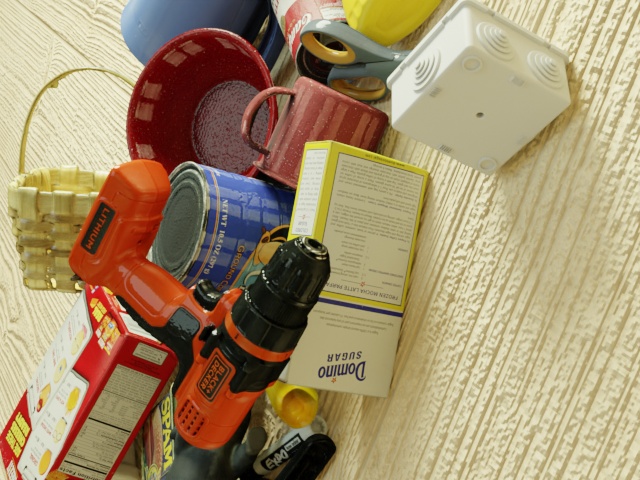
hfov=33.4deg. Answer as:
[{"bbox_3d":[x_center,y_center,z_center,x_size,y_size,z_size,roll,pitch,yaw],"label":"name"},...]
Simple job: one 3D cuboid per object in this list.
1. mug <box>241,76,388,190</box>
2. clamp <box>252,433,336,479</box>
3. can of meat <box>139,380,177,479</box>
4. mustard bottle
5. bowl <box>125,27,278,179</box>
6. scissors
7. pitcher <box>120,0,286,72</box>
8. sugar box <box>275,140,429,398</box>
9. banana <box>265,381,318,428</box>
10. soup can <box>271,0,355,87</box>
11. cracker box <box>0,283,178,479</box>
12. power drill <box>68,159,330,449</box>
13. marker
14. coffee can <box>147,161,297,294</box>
[{"bbox_3d":[-0.007,-0.084,0.855,0.081,0.117,0.093,-66,20,9],"label":"mug"},{"bbox_3d":[-0.038,0.218,0.862,0.172,0.039,0.120,-19,48,58],"label":"clamp"},{"bbox_3d":[-0.129,0.192,1.003,0.084,0.057,0.102,-46,42,45],"label":"can of meat"},{"bbox_3d":[0.043,-0.250,0.886,0.096,0.058,0.192,-48,40,27],"label":"mustard bottle"},{"bbox_3d":[-0.095,-0.104,0.954,0.162,0.055,0.162,-2,86,29],"label":"bowl"},{"bbox_3d":[0.053,-0.146,0.810,0.202,0.096,0.016,-8,47,60],"label":"scissors"},{"bbox_3d":[-0.084,-0.259,1.015,0.243,0.149,0.145,-50,22,45],"label":"pitcher"},{"bbox_3d":[0.019,0.023,0.789,0.048,0.093,0.176,10,87,60],"label":"sugar box"},{"bbox_3d":[-0.034,0.107,0.868,0.037,0.069,0.198,-37,30,0],"label":"banana"},{"bbox_3d":[0.000,-0.188,0.925,0.069,0.068,0.102,-55,37,32],"label":"soup can"},{"bbox_3d":[-0.233,0.160,1.063,0.214,0.072,0.164,-60,30,6],"label":"cracker box"},{"bbox_3d":[-0.090,0.028,0.756,0.188,0.057,0.185,46,119,25],"label":"power drill"},{"bbox_3d":[-0.034,0.177,0.888,0.121,0.020,0.020,-43,45,43],"label":"marker"},{"bbox_3d":[-0.056,0.001,0.872,0.103,0.140,0.103,-29,55,51],"label":"coffee can"}]
